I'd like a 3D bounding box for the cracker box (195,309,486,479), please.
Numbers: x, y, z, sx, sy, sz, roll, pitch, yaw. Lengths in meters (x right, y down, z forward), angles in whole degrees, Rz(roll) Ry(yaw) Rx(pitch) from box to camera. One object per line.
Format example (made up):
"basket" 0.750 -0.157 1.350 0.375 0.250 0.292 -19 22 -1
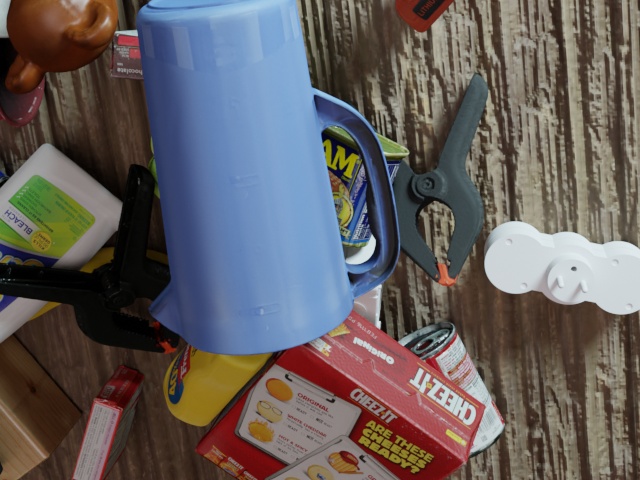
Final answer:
"cracker box" 0.011 0.158 0.900 0.164 0.072 0.214 36 136 -4

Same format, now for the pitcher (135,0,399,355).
"pitcher" -0.045 -0.053 0.752 0.145 0.149 0.243 10 117 38

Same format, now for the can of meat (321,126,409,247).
"can of meat" 0.008 -0.052 0.849 0.102 0.057 0.084 31 110 28

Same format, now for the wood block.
"wood block" -0.328 0.122 0.970 0.090 0.090 0.206 -36 99 17

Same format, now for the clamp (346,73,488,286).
"clamp" 0.078 -0.048 0.866 0.120 0.039 0.171 -3 82 18

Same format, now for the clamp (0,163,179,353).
"clamp" -0.181 0.039 0.878 0.164 0.036 0.210 -25 141 -3

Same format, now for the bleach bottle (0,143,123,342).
"bleach bottle" -0.276 0.043 0.893 0.102 0.068 0.250 39 79 -3

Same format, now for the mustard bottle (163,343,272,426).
"mustard bottle" -0.092 0.106 0.918 0.058 0.096 0.192 22 142 -13

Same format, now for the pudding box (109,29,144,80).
"pudding box" -0.106 -0.145 0.843 0.090 0.113 0.039 7 105 6

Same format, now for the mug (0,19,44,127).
"mug" -0.285 -0.153 0.887 0.081 0.093 0.117 2 77 12

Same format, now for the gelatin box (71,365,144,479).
"gelatin box" -0.193 0.169 0.974 0.030 0.073 0.089 19 109 2

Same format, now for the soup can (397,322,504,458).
"soup can" 0.108 0.131 0.922 0.068 0.068 0.102 -26 102 15
